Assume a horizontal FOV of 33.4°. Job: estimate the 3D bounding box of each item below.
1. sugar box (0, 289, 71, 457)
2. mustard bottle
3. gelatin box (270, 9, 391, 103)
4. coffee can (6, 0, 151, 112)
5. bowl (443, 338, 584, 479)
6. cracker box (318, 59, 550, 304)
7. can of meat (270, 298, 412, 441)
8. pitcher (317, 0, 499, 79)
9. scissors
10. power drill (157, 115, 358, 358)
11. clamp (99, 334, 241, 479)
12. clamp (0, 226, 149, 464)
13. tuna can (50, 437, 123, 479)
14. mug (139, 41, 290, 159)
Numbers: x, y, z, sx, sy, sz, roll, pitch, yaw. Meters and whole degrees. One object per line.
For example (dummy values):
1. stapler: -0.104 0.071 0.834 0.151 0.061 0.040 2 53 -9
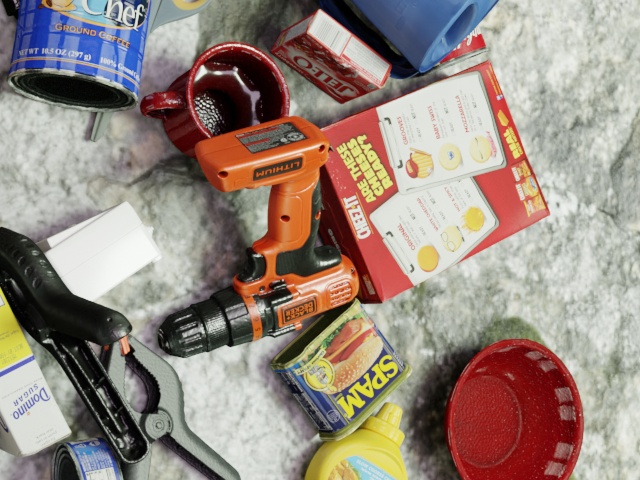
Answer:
1. sugar box: -0.251 0.073 0.790 0.048 0.093 0.176 -25 96 -27
2. mustard bottle: 0.025 0.230 0.939 0.096 0.058 0.191 36 70 -22
3. gelatin box: 0.010 -0.164 0.967 0.089 0.073 0.030 34 71 -22
4. coffee can: -0.186 -0.183 0.846 0.102 0.103 0.140 11 80 -27
5. bowl: 0.174 0.175 1.026 0.161 0.055 0.162 3 83 -28
6. cracker box: 0.094 -0.056 1.001 0.213 0.072 0.164 -25 96 -27
7. can of meat: 0.018 0.113 0.950 0.102 0.058 0.084 -40 100 -26
8. pitcher: 0.045 -0.267 0.945 0.243 0.145 0.149 44 93 7
9. scissors: -0.141 -0.174 0.920 0.096 0.016 0.202 9 80 -27
10. power drill: -0.056 0.001 0.879 0.184 0.057 0.188 -20 129 -23
11. clamp: -0.144 0.161 0.864 0.120 0.039 0.171 -33 95 -44
12. clamp: -0.194 0.066 0.796 0.036 0.210 0.164 -31 140 -29
13. tuna can: -0.178 0.195 0.819 0.033 0.086 0.086 -6 87 -30
14. mug: -0.095 -0.112 0.900 0.117 0.082 0.093 -5 87 -29
